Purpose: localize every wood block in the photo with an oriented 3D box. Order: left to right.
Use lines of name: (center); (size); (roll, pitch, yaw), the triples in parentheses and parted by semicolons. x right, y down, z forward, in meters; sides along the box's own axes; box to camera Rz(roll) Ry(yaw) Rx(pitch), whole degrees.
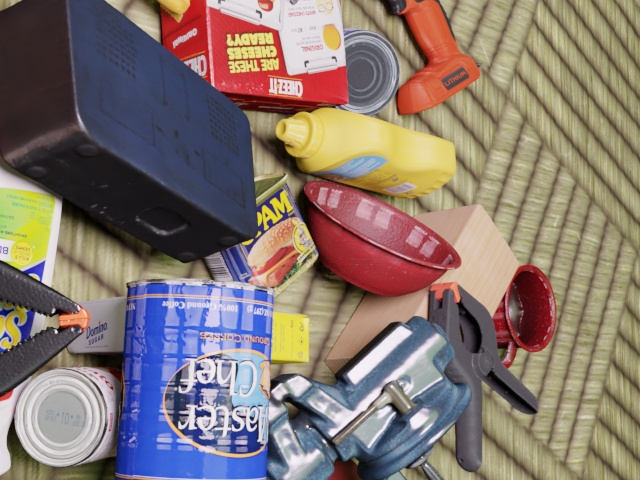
wood block: (0.105, 0.069, 1.053); (0.090, 0.091, 0.205); (53, 51, -26)

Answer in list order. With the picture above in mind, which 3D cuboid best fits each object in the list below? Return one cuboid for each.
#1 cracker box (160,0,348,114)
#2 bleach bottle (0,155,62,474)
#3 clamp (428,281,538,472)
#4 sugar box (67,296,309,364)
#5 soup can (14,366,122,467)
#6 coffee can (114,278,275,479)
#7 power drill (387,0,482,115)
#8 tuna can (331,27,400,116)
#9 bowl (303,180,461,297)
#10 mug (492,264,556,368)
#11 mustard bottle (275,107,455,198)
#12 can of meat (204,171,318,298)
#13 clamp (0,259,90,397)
cracker box: (-0.062, -0.225, 0.946); (0.163, 0.072, 0.214); (-1, 86, -44)
bleach bottle: (-0.234, 0.066, 0.738); (0.102, 0.068, 0.251); (10, 79, -44)
clamp: (0.137, 0.123, 0.985); (0.120, 0.039, 0.171); (-44, 110, -44)
sugar box: (-0.102, 0.074, 0.844); (0.175, 0.094, 0.048); (7, 79, -43)
soup can: (-0.165, 0.124, 0.759); (0.102, 0.068, 0.068); (32, 55, -78)
coffee can: (-0.084, 0.101, 0.720); (0.102, 0.103, 0.140); (11, 78, -44)
power drill: (0.085, -0.230, 1.103); (0.184, 0.057, 0.187); (-33, 108, -39)
tuna can: (0.033, -0.162, 1.032); (0.086, 0.034, 0.086); (-6, 104, -23)
bowl: (0.047, 0.006, 0.990); (0.161, 0.162, 0.055); (10, 112, -44)
mug: (0.191, 0.086, 1.141); (0.093, 0.082, 0.117); (31, 63, -38)
mustard bottle: (0.034, -0.084, 1.000); (0.191, 0.096, 0.058); (11, 74, -43)
can of meat: (-0.056, 0.001, 0.927); (0.101, 0.058, 0.084); (-40, 114, -40)
clamp: (-0.254, 0.049, 0.672); (0.210, 0.036, 0.164); (-11, 88, -9)
